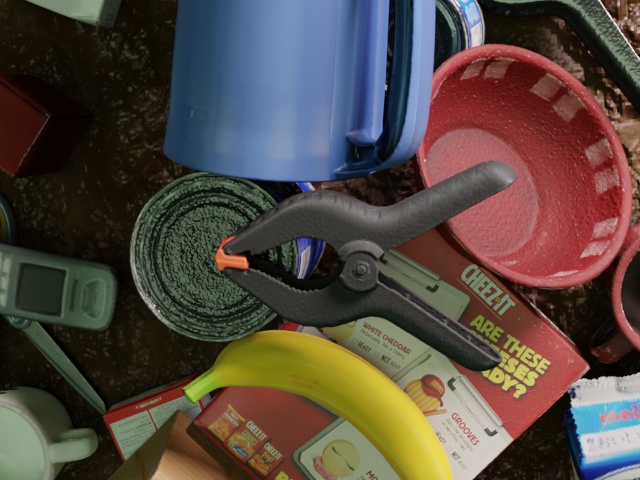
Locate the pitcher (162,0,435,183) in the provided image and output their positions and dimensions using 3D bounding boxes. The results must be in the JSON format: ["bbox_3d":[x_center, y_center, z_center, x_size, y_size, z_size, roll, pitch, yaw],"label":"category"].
[{"bbox_3d":[-0.011,-0.157,0.608,0.149,0.145,0.243,4,107,-2],"label":"pitcher"}]

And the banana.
[{"bbox_3d":[0.013,0.105,0.667,0.197,0.037,0.069,28,89,-15],"label":"banana"}]

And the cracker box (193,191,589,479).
[{"bbox_3d":[0.047,0.098,0.731,0.164,0.072,0.214,43,100,-1],"label":"cracker box"}]

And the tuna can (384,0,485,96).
[{"bbox_3d":[0.062,-0.134,0.700,0.086,0.033,0.086,11,118,22],"label":"tuna can"}]

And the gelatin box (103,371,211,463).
[{"bbox_3d":[-0.106,0.151,0.780,0.073,0.030,0.089,-22,96,9],"label":"gelatin box"}]

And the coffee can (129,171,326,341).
[{"bbox_3d":[-0.055,0.001,0.696,0.103,0.140,0.103,1,98,7],"label":"coffee can"}]

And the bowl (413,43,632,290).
[{"bbox_3d":[0.117,-0.040,0.675,0.161,0.055,0.162,9,68,-24],"label":"bowl"}]

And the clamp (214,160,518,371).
[{"bbox_3d":[0.029,0.022,0.603,0.171,0.039,0.120,-5,97,7],"label":"clamp"}]

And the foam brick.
[{"bbox_3d":[-0.204,-0.080,0.738,0.053,0.078,0.051,35,101,4],"label":"foam brick"}]

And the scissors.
[{"bbox_3d":[-0.217,0.035,0.786,0.202,0.016,0.096,34,102,2],"label":"scissors"}]
